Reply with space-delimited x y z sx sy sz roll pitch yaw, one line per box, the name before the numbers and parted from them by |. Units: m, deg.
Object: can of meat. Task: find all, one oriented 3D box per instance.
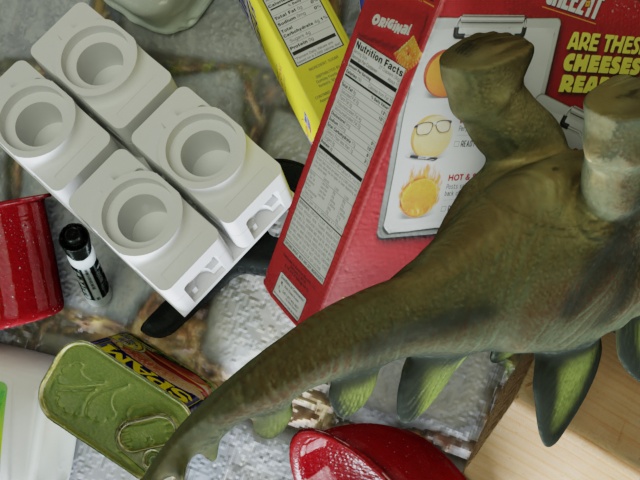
can of meat | -0.121 0.105 0.704 0.102 0.084 0.057 31 97 8

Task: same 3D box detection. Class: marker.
marker | -0.152 0.017 0.691 0.020 0.121 0.020 1 70 -3

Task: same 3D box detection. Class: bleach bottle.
bleach bottle | -0.297 0.110 0.751 0.251 0.068 0.102 9 93 13

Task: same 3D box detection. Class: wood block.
wood block | 0.201 0.140 0.625 0.206 0.090 0.090 30 137 9

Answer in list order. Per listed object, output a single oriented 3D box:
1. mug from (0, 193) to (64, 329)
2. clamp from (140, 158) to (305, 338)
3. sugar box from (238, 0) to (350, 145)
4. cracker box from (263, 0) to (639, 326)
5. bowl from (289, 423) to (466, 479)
mug | -0.232 0.018 0.720 0.117 0.093 0.081 -10 95 5
clamp | -0.055 0.001 0.711 0.171 0.039 0.120 -5 90 11
sugar box | -0.010 -0.118 0.659 0.048 0.093 0.176 -28 78 -5
cracker box | 0.079 -0.047 0.581 0.072 0.163 0.214 43 119 49
bowl | 0.052 0.170 0.660 0.055 0.162 0.162 -34 84 -27
